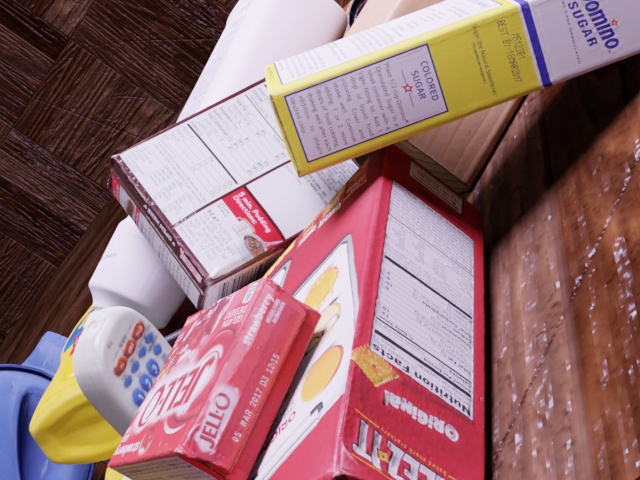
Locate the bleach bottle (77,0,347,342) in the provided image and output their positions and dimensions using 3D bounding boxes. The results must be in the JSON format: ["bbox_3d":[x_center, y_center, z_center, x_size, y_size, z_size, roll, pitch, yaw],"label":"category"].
[{"bbox_3d":[-0.071,-0.040,0.640,0.250,0.068,0.103,-63,13,-20],"label":"bleach bottle"}]

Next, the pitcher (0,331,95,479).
[{"bbox_3d":[-0.254,0.181,0.877,0.149,0.145,0.243,-22,-11,-21],"label":"pitcher"}]

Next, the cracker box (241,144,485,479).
[{"bbox_3d":[-0.004,0.079,0.451,0.164,0.072,0.213,-47,17,31],"label":"cracker box"}]

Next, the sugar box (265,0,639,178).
[{"bbox_3d":[0.063,-0.085,0.489,0.176,0.048,0.093,-18,17,1],"label":"sugar box"}]

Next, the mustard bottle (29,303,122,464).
[{"bbox_3d":[-0.145,0.080,0.778,0.096,0.058,0.191,-26,22,11],"label":"mustard bottle"}]

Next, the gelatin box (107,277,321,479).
[{"bbox_3d":[-0.043,0.059,0.411,0.089,0.030,0.073,-28,32,61],"label":"gelatin box"}]

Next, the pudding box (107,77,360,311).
[{"bbox_3d":[-0.040,-0.028,0.559,0.113,0.090,0.039,-30,-18,-27],"label":"pudding box"}]
